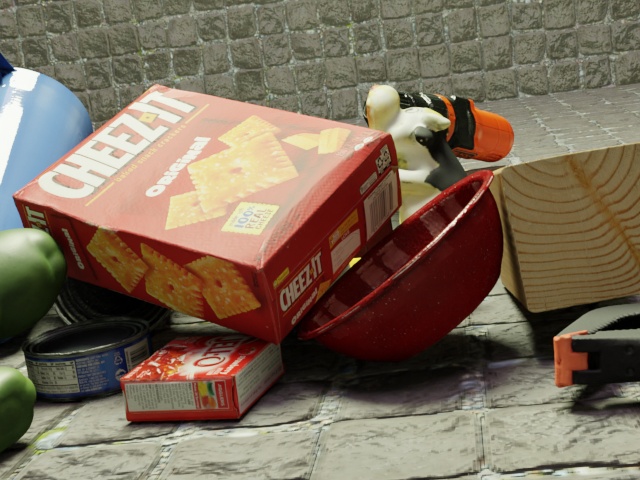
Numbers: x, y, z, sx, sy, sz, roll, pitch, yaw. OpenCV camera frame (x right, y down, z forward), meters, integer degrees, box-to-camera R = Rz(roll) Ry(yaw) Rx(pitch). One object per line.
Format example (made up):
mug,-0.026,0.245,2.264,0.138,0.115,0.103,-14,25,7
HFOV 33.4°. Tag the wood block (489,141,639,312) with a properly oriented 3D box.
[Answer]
wood block,0.167,-0.012,0.729,0.090,0.091,0.206,-10,1,6

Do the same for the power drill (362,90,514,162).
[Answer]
power drill,0.062,-0.090,1.015,0.184,0.057,0.188,9,-16,-42

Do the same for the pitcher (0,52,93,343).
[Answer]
pitcher,-0.282,-0.037,0.904,0.145,0.149,0.243,-41,30,32

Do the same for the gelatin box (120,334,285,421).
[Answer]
gelatin box,-0.070,0.082,0.656,0.073,0.030,0.089,-4,11,18

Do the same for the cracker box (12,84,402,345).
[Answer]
cracker box,-0.076,-0.029,0.735,0.214,0.072,0.164,16,43,30

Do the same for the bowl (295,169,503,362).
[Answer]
bowl,0.062,0.027,0.678,0.162,0.055,0.162,-40,6,4

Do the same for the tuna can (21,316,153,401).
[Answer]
tuna can,-0.156,0.079,0.723,0.086,0.034,0.086,-8,10,1

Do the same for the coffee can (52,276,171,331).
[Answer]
coffee can,-0.168,0.017,0.879,0.102,0.103,0.140,-9,10,-7
